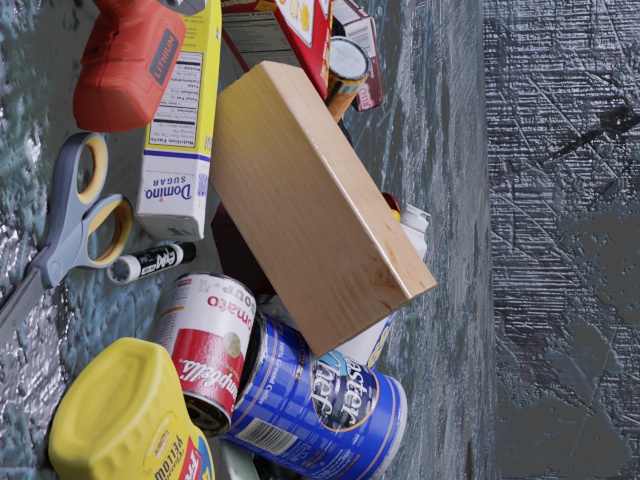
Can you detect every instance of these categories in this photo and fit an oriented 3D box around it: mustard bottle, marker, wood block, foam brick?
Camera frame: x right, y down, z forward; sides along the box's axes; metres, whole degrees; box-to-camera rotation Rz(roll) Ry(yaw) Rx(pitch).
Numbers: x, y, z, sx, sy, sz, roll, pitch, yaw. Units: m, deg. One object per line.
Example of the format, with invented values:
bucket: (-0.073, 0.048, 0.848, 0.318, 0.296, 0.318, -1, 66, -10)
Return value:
mustard bottle: (-0.111, 0.157, 0.703, 0.191, 0.058, 0.096, 76, 31, -46)
marker: (-0.116, 0.014, 0.755, 0.121, 0.020, 0.020, -22, 112, -74)
wood block: (-0.009, -0.026, 0.823, 0.206, 0.091, 0.090, 58, 18, 7)
foam brick: (-0.056, 0.001, 0.918, 0.053, 0.051, 0.078, -73, 158, -49)

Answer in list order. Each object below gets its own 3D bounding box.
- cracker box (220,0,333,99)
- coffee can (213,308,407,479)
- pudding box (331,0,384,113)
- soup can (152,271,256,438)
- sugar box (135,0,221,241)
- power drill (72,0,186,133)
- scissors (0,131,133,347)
cracker box: (-0.046, -0.239, 0.908, 0.213, 0.072, 0.164, 54, 38, -64)
coffee can: (-0.017, 0.128, 0.840, 0.140, 0.103, 0.102, 29, 52, -24)
pudding box: (0.032, -0.212, 1.189, 0.090, 0.039, 0.113, -125, -160, -49)
soup can: (-0.088, 0.082, 0.771, 0.068, 0.068, 0.102, 72, 24, -50)
sugar box: (-0.096, -0.092, 0.740, 0.093, 0.048, 0.176, 106, -15, -80)
power drill: (-0.138, -0.152, 0.595, 0.187, 0.057, 0.184, 74, 22, -47)
scissors: (-0.157, -0.003, 0.612, 0.201, 0.016, 0.096, -48, 135, -68)
